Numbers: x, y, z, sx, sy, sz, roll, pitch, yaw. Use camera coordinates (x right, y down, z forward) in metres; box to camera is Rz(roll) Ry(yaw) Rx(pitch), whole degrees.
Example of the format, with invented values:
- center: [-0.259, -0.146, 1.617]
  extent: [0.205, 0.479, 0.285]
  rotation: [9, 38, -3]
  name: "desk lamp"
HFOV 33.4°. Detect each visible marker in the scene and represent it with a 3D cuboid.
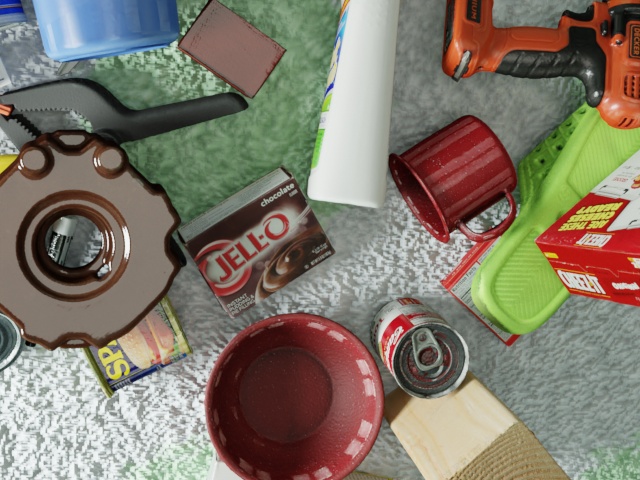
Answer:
- center: [-0.239, 0.036, 0.937]
  extent: [0.020, 0.020, 0.121]
  rotation: [16, 97, -11]
  name: "marker"

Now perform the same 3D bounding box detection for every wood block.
- center: [0.130, 0.179, 0.922]
  extent: [0.090, 0.206, 0.091]
  rotation: [-40, 103, -1]
  name: "wood block"

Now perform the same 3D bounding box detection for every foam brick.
- center: [-0.077, -0.164, 0.911]
  extent: [0.078, 0.053, 0.051]
  rotation: [34, 93, -14]
  name: "foam brick"

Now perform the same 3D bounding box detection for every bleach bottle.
- center: [0.037, -0.156, 0.916]
  extent: [0.068, 0.102, 0.251]
  rotation: [7, 92, -4]
  name: "bleach bottle"

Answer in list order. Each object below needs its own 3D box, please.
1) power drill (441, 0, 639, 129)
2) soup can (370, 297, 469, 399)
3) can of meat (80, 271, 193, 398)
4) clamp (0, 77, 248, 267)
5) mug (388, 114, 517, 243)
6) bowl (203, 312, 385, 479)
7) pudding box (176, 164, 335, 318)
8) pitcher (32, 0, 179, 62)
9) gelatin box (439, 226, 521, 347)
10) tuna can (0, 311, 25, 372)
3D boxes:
- center: [0.204, -0.195, 0.927]
  extent: [0.187, 0.057, 0.184]
  rotation: [9, 69, -2]
  name: "power drill"
- center: [0.086, 0.094, 0.954]
  extent: [0.068, 0.102, 0.068]
  rotation: [-1, 100, -9]
  name: "soup can"
- center: [-0.170, 0.073, 0.935]
  extent: [0.084, 0.057, 0.102]
  rotation: [-26, 102, -6]
  name: "can of meat"
- center: [-0.182, -0.071, 0.918]
  extent: [0.210, 0.036, 0.165]
  rotation: [14, 104, -8]
  name: "clamp"
- center: [0.125, -0.049, 0.935]
  extent: [0.081, 0.093, 0.117]
  rotation: [-33, 61, -7]
  name: "mug"
- center: [-0.026, 0.143, 0.963]
  extent: [0.162, 0.055, 0.162]
  rotation: [0, 91, -10]
  name: "bowl"
- center: [-0.056, 0.001, 0.934]
  extent: [0.113, 0.039, 0.090]
  rotation: [-34, 123, -7]
  name: "pudding box"
- center: [-0.171, -0.269, 0.833]
  extent: [0.149, 0.144, 0.243]
  rotation: [-3, 101, 30]
  name: "pitcher"
- center: [0.167, 0.043, 0.995]
  extent: [0.089, 0.030, 0.073]
  rotation: [42, 93, -13]
  name: "gelatin box"
- center: [-0.295, 0.078, 0.909]
  extent: [0.086, 0.034, 0.086]
  rotation: [-13, 130, -17]
  name: "tuna can"
